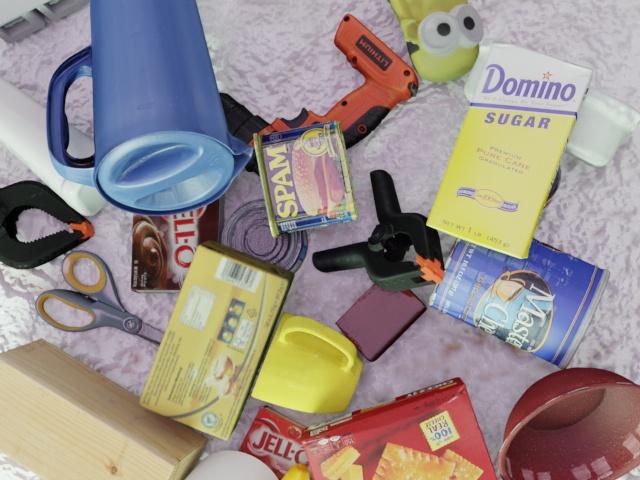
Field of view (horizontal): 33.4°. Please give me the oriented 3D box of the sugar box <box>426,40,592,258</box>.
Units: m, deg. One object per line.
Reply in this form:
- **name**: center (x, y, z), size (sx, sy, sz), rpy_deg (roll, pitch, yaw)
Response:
- **sugar box**: center (0.168, -0.080, 0.946), size (0.093, 0.048, 0.176), rpy_deg (20, 95, 14)

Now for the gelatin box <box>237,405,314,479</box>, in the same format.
- **gelatin box**: center (-0.036, 0.216, 1.061), size (0.089, 0.030, 0.073), rpy_deg (27, 87, 10)

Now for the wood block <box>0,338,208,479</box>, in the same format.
- **wood block**: center (-0.230, 0.192, 1.054), size (0.206, 0.090, 0.091), rpy_deg (29, 102, 11)

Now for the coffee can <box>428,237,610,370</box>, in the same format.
- **coffee can**: center (0.187, 0.046, 1.010), size (0.140, 0.102, 0.103), rpy_deg (25, 88, 11)

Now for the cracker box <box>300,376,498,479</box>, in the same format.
- **cracker box**: center (0.091, 0.256, 1.000), size (0.164, 0.072, 0.214), rpy_deg (-19, 88, 2)

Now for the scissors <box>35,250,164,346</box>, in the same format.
- **scissors**: center (-0.198, 0.067, 1.110), size (0.202, 0.016, 0.096), rpy_deg (9, 85, 9)

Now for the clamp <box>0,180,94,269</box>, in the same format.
- **clamp**: center (-0.346, -0.009, 1.131), size (0.210, 0.036, 0.164), rpy_deg (11, 85, 9)

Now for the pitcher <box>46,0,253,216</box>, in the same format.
- **pitcher**: center (-0.173, -0.154, 1.042), size (0.145, 0.149, 0.243), rpy_deg (-32, 54, 29)

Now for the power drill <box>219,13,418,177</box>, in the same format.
- **power drill**: center (-0.007, -0.136, 1.085), size (0.184, 0.057, 0.188), rpy_deg (42, 94, 7)

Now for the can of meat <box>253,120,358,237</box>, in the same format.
- **can of meat**: center (-0.013, -0.060, 1.025), size (0.084, 0.057, 0.102), rpy_deg (-11, 88, 3)

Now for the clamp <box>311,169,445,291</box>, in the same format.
- **clamp**: center (0.067, -0.007, 1.026), size (0.172, 0.039, 0.120), rpy_deg (20, 83, 52)

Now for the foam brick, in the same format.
- **foam brick**: center (0.060, 0.075, 1.051), size (0.078, 0.053, 0.051), rpy_deg (-45, 79, 0)

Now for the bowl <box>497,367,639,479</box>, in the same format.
- **bowl**: center (0.233, 0.168, 0.985), size (0.162, 0.162, 0.055), rpy_deg (-23, 42, 5)

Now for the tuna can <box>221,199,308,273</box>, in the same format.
- **tuna can**: center (-0.057, 0.001, 1.087), size (0.086, 0.033, 0.086), rpy_deg (-1, 83, 9)

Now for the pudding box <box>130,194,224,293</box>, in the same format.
- **pudding box**: center (-0.146, -0.002, 1.098), size (0.090, 0.039, 0.113), rpy_deg (0, 84, 7)

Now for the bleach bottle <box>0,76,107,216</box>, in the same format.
- **bleach bottle**: center (-0.321, -0.128, 1.107), size (0.251, 0.102, 0.068), rpy_deg (37, 78, 10)
